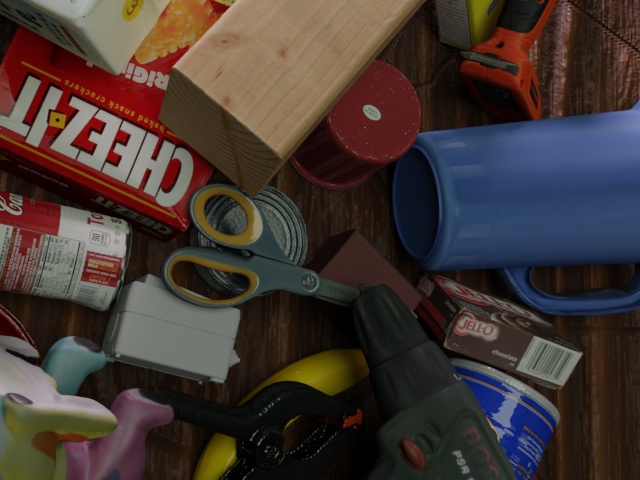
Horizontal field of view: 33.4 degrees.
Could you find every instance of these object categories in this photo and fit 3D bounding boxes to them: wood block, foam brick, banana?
[{"bbox_3d":[-0.007,-0.142,0.732,0.090,0.091,0.206,40,69,-2],"label":"wood block"},{"bbox_3d":[0.029,0.038,0.824,0.078,0.053,0.051,45,69,-10],"label":"foam brick"},{"bbox_3d":[-0.037,0.142,0.793,0.069,0.037,0.197,48,69,-24],"label":"banana"}]

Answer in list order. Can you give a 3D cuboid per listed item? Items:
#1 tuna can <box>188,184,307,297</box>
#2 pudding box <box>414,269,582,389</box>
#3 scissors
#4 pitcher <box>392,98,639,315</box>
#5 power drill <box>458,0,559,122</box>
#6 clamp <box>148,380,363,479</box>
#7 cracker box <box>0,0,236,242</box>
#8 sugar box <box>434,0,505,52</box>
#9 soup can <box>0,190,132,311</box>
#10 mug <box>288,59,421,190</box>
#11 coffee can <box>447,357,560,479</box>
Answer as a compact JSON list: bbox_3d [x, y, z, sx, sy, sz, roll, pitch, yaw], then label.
[{"bbox_3d":[-0.055,0.001,0.806,0.086,0.034,0.086,3,81,-21],"label":"tuna can"},{"bbox_3d":[0.136,0.069,0.840,0.113,0.090,0.039,23,102,-19],"label":"pudding box"},{"bbox_3d":[-0.018,0.011,0.766,0.201,0.016,0.096,2,83,-26],"label":"scissors"},{"bbox_3d":[0.186,-0.028,0.863,0.242,0.145,0.149,-5,60,-19],"label":"pitcher"},{"bbox_3d":[0.187,-0.194,0.889,0.057,0.184,0.187,20,85,27],"label":"power drill"},{"bbox_3d":[-0.047,0.154,0.743,0.171,0.039,0.120,-2,100,-30],"label":"clamp"},{"bbox_3d":[-0.136,-0.130,0.772,0.164,0.072,0.213,25,74,-16],"label":"cracker box"},{"bbox_3d":[0.125,-0.241,0.846,0.048,0.176,0.093,26,69,23],"label":"sugar box"},{"bbox_3d":[-0.188,0.008,0.733,0.102,0.069,0.068,13,77,-20],"label":"soup can"},{"bbox_3d":[0.025,-0.103,0.827,0.093,0.082,0.117,2,81,-22],"label":"mug"},{"bbox_3d":[0.107,0.174,0.807,0.102,0.103,0.140,33,72,-14],"label":"coffee can"}]
